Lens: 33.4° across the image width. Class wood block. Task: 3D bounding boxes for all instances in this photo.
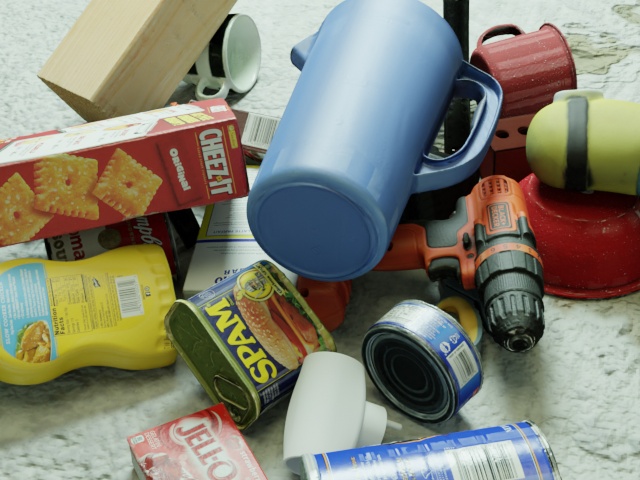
[{"bbox_3d":[-0.182,-0.215,1.102,0.091,0.090,0.206,26,77,35],"label":"wood block"}]

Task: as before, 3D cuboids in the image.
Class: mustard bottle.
[{"bbox_3d":[-0.207,0.059,0.804,0.191,0.058,0.096,-6,67,-19],"label":"mustard bottle"}]

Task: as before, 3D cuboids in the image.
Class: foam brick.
[{"bbox_3d":[0.189,-0.082,0.996,0.078,0.051,0.053,-10,37,-9],"label":"foam brick"}]

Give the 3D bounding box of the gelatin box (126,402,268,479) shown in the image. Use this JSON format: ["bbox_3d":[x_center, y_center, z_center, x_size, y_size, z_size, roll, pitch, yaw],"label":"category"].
[{"bbox_3d":[-0.082,0.156,0.719,0.073,0.030,0.089,-18,39,-18],"label":"gelatin box"}]

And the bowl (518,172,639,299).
[{"bbox_3d":[0.221,-0.021,0.910,0.162,0.055,0.162,-2,37,1],"label":"bowl"}]

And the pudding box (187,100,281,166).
[{"bbox_3d":[-0.063,-0.094,1.009,0.114,0.090,0.039,16,85,22],"label":"pudding box"}]

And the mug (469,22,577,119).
[{"bbox_3d":[0.198,-0.175,1.085,0.081,0.093,0.117,-16,61,-8],"label":"mug"}]

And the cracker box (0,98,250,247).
[{"bbox_3d":[-0.172,-0.058,0.875,0.213,0.072,0.164,-11,15,-6],"label":"cracker box"}]

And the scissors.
[{"bbox_3d":[0.127,0.032,0.875,0.096,0.016,0.201,-4,34,9],"label":"scissors"}]

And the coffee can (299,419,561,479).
[{"bbox_3d":[0.064,0.167,0.629,0.140,0.103,0.103,-8,37,-6],"label":"coffee can"}]

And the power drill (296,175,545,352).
[{"bbox_3d":[0.078,0.027,0.833,0.188,0.057,0.184,-8,36,10],"label":"power drill"}]

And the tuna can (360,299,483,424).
[{"bbox_3d":[0.070,0.087,0.752,0.086,0.086,0.033,25,47,33],"label":"tuna can"}]

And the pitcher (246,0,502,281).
[{"bbox_3d":[0.038,-0.081,0.843,0.149,0.145,0.242,-27,27,37],"label":"pitcher"}]

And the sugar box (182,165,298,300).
[{"bbox_3d":[-0.056,0.001,0.914,0.093,0.048,0.176,0,40,7],"label":"sugar box"}]

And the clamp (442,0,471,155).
[{"bbox_3d":[0.133,-0.154,1.046,0.039,0.171,0.120,2,0,13],"label":"clamp"}]

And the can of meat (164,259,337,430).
[{"bbox_3d":[-0.050,0.073,0.782,0.083,0.058,0.102,-29,76,-35],"label":"can of meat"}]

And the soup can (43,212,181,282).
[{"bbox_3d":[-0.174,0.012,0.890,0.102,0.068,0.068,-13,37,-12],"label":"soup can"}]
